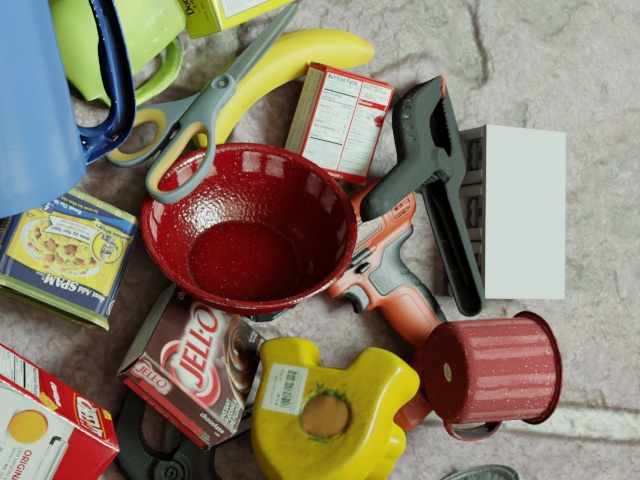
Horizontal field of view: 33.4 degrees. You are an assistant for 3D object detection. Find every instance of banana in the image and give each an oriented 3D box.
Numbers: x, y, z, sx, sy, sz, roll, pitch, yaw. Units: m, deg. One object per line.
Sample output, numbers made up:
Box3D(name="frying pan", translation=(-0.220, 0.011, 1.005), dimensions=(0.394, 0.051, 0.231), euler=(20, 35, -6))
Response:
Box3D(name="banana", translation=(-0.039, -0.130, 0.871), dimensions=(0.197, 0.037, 0.069), euler=(-38, 131, -21))

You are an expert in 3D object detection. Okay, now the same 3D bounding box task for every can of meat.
Box3D(name="can of meat", translation=(-0.188, 0.008, 0.773), dimensions=(0.102, 0.058, 0.084), euler=(26, 74, -25))

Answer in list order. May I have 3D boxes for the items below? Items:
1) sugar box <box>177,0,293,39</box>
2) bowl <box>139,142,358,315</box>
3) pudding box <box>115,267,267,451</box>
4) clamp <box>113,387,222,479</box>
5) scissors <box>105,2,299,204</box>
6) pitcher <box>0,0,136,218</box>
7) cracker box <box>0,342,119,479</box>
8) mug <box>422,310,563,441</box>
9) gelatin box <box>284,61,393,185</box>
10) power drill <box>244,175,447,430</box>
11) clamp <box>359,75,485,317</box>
Box3D(name="sugar box", translation=(-0.045, -0.230, 0.839), dimensions=(0.175, 0.048, 0.093), euler=(-34, 111, -43))
Box3D(name="bowl", translation=(-0.055, 0.001, 0.806), dimensions=(0.162, 0.055, 0.162), euler=(5, 50, -6))
Box3D(name="pudding box", translation=(-0.093, 0.087, 0.795), dimensions=(0.090, 0.039, 0.113), euler=(45, 28, -17))
Box3D(name="clamp", translation=(-0.102, 0.177, 0.810), dimensions=(0.120, 0.039, 0.171), euler=(-7, 93, -11))
Box3D(name="scissors", translation=(-0.096, -0.116, 0.821), dimensions=(0.096, 0.016, 0.201), euler=(14, 62, 18))
Box3D(name="pitcher", translation=(-0.220, -0.144, 0.670), dimensions=(0.149, 0.145, 0.243), euler=(-42, 136, -50))
Box3D(name="cracker box", translation=(-0.267, 0.131, 0.694), dimensions=(0.213, 0.072, 0.164), euler=(37, 95, -23))
Box3D(name="mug", translation=(0.132, 0.114, 0.862), dimensions=(0.081, 0.093, 0.117), euler=(0, 123, -23))
Box3D(name="gelatin box", translation=(0.014, -0.096, 0.880), dimensions=(0.073, 0.030, 0.089), euler=(9, 102, -37))
Box3D(name="power drill", translation=(0.040, 0.063, 0.890), dimensions=(0.184, 0.057, 0.187), euler=(-37, 105, -24))
Box3D(name="clamp", translation=(0.095, -0.049, 0.892), dimensions=(0.164, 0.036, 0.210), euler=(48, 38, -35))
